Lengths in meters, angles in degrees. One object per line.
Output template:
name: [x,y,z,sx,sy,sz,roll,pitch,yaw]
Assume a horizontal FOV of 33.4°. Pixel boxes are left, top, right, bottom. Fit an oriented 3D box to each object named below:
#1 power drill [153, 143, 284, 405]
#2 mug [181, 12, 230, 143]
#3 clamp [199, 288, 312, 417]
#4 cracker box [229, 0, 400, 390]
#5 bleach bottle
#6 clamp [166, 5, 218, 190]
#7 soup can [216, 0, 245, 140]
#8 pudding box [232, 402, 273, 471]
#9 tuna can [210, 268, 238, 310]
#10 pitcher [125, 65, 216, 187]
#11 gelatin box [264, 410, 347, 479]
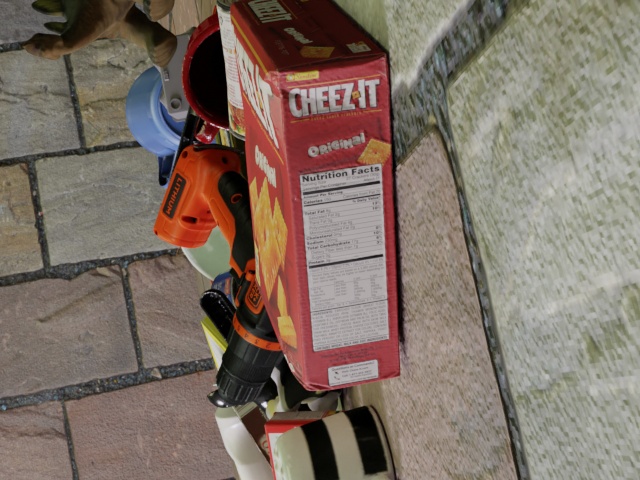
power drill: [-0.073,0.020,0.900,0.188,0.057,0.185,48,122,39]
mug: [-0.076,-0.136,0.898,0.081,0.093,0.117,-111,44,-67]
clamp: [-0.056,0.132,0.992,0.171,0.039,0.120,43,-146,-35]
cracker box: [-0.007,-0.035,0.690,0.164,0.072,0.214,-120,22,-61]
bleach bottle: [-0.055,0.266,1.151,0.103,0.068,0.251,154,94,-81]
clamp: [-0.115,-0.149,1.072,0.165,0.036,0.210,119,164,-50]
soup can: [-0.038,-0.131,0.781,0.068,0.068,0.102,-116,18,-57]
pudding box: [-0.047,0.184,1.075,0.113,0.039,0.090,55,-176,25]
tuna can: [-0.078,0.068,1.128,0.086,0.034,0.086,36,-136,-44]
pitcher: [-0.174,-0.158,1.358,0.149,0.145,0.243,55,172,-12]
gelatin box: [-0.002,0.186,0.883,0.030,0.073,0.089,-43,-54,-66]
